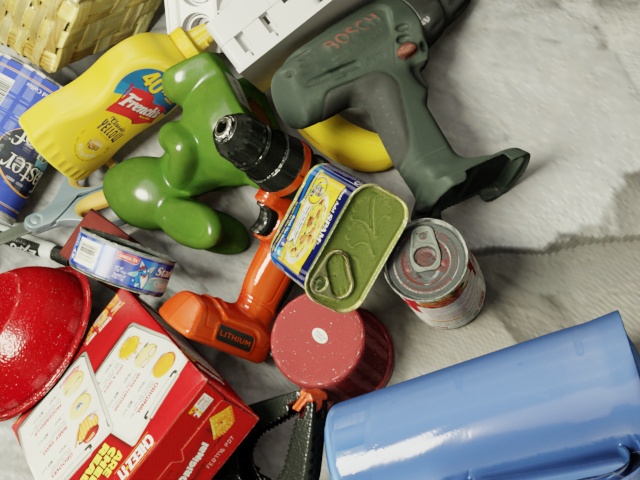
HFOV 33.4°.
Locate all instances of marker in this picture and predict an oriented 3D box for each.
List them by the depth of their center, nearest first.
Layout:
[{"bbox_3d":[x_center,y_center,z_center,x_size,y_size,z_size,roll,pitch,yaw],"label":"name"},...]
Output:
[{"bbox_3d":[-0.287,0.003,1.053,0.121,0.020,0.020,17,78,23],"label":"marker"}]

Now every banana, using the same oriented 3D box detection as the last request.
[{"bbox_3d":[0.007,-0.120,0.991,0.069,0.037,0.198,-40,65,-20],"label":"banana"}]

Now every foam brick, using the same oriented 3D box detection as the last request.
[{"bbox_3d":[-0.192,0.015,0.986,0.053,0.078,0.051,33,83,24],"label":"foam brick"}]

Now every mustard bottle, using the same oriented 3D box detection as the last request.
[{"bbox_3d":[-0.178,-0.138,0.994,0.191,0.096,0.058,-37,61,2],"label":"mustard bottle"}]

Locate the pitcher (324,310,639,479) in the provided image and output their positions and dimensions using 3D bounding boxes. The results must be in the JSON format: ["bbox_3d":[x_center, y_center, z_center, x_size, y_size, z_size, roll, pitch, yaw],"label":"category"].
[{"bbox_3d":[0.130,0.151,0.796,0.243,0.149,0.145,-17,67,13],"label":"pitcher"}]

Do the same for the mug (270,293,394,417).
[{"bbox_3d":[0.005,0.101,0.890,0.093,0.081,0.117,13,77,21],"label":"mug"}]

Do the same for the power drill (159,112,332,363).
[{"bbox_3d":[-0.056,0.001,0.899,0.057,0.184,0.187,34,94,46],"label":"power drill"}]

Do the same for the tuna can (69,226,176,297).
[{"bbox_3d":[-0.167,0.018,0.900,0.086,0.086,0.034,21,90,23],"label":"tuna can"}]

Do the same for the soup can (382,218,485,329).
[{"bbox_3d":[0.096,0.030,0.873,0.069,0.102,0.068,-6,71,16],"label":"soup can"}]

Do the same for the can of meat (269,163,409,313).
[{"bbox_3d":[0.011,-0.005,0.848,0.102,0.057,0.084,-61,31,4],"label":"can of meat"}]

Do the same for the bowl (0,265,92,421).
[{"bbox_3d":[-0.284,0.081,0.970,0.162,0.055,0.162,-26,43,27],"label":"bowl"}]

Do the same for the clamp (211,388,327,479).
[{"bbox_3d":[-0.056,0.209,0.853,0.210,0.036,0.165,-49,68,16],"label":"clamp"}]

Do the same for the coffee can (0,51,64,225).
[{"bbox_3d":[-0.312,-0.100,1.049,0.103,0.102,0.140,26,82,24],"label":"coffee can"}]

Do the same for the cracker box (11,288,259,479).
[{"bbox_3d":[-0.160,0.151,0.882,0.164,0.072,0.214,-52,32,-3],"label":"cracker box"}]

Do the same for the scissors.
[{"bbox_3d":[-0.267,-0.033,1.023,0.201,0.016,0.096,-11,55,-10],"label":"scissors"}]
